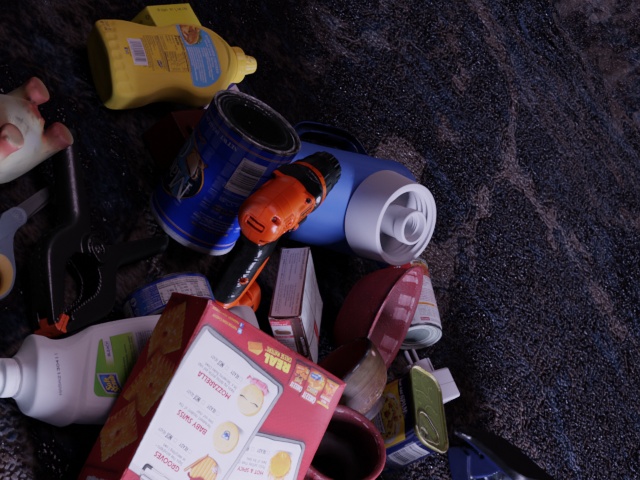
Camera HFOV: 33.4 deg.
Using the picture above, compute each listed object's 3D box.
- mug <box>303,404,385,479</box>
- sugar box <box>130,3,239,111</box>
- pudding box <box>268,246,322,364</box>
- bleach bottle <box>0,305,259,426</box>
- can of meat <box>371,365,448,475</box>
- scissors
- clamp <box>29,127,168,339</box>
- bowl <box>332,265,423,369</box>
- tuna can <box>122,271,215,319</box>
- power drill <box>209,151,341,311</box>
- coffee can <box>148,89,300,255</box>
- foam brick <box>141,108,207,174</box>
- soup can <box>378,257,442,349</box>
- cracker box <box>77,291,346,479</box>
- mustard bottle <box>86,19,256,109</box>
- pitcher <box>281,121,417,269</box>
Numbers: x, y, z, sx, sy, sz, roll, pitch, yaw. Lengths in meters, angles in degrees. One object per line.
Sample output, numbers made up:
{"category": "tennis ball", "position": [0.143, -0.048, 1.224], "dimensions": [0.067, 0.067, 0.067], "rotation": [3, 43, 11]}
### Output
{"category": "mug", "position": [0.004, 0.229, 1.040], "dimensions": [0.093, 0.082, 0.117], "rotation": [22, 42, -4]}
{"category": "sugar box", "position": [-0.150, -0.195, 1.267], "dimensions": [0.176, 0.048, 0.093], "rotation": [57, 31, 2]}
{"category": "pudding box", "position": [-0.026, 0.076, 1.166], "dimensions": [0.113, 0.039, 0.090], "rotation": [-85, 166, -49]}
{"category": "bleach bottle", "position": [-0.165, 0.106, 0.917], "dimensions": [0.250, 0.068, 0.102], "rotation": [4, 61, -39]}
{"category": "can of meat", "position": [0.092, 0.206, 1.211], "dimensions": [0.057, 0.084, 0.102], "rotation": [34, 37, -35]}
{"category": "scissors", "position": [-0.267, -0.001, 0.944], "dimensions": [0.096, 0.016, 0.201], "rotation": [62, 30, 3]}
{"category": "clamp", "position": [-0.210, 0.015, 0.988], "dimensions": [0.164, 0.036, 0.210], "rotation": [46, 35, -36]}
{"category": "bowl", "position": [0.060, 0.093, 1.243], "dimensions": [0.055, 0.162, 0.161], "rotation": [25, 23, 20]}
{"category": "tuna can", "position": [-0.141, 0.062, 0.999], "dimensions": [0.086, 0.086, 0.034], "rotation": [7, 55, -53]}
{"category": "power drill", "position": [-0.057, 0.001, 1.076], "dimensions": [0.057, 0.188, 0.184], "rotation": [36, 30, 9]}
{"category": "coffee can", "position": [-0.100, -0.070, 1.103], "dimensions": [0.102, 0.140, 0.103], "rotation": [28, 27, -16]}
{"category": "foam brick", "position": [-0.148, -0.110, 1.184], "dimensions": [0.078, 0.051, 0.053], "rotation": [-18, 78, -60]}
{"category": "soup can", "position": [0.115, 0.082, 1.377], "dimensions": [0.068, 0.069, 0.102], "rotation": [26, 43, -42]}
{"category": "cracker box", "position": [-0.095, 0.174, 0.879], "dimensions": [0.164, 0.072, 0.213], "rotation": [35, 74, -33]}
{"category": "mustard bottle", "position": [-0.156, -0.195, 1.181], "dimensions": [0.191, 0.058, 0.096], "rotation": [-6, 68, -34]}
{"category": "pitcher", "position": [-0.003, -0.063, 1.284], "dimensions": [0.149, 0.145, 0.242], "rotation": [29, 11, 41]}
